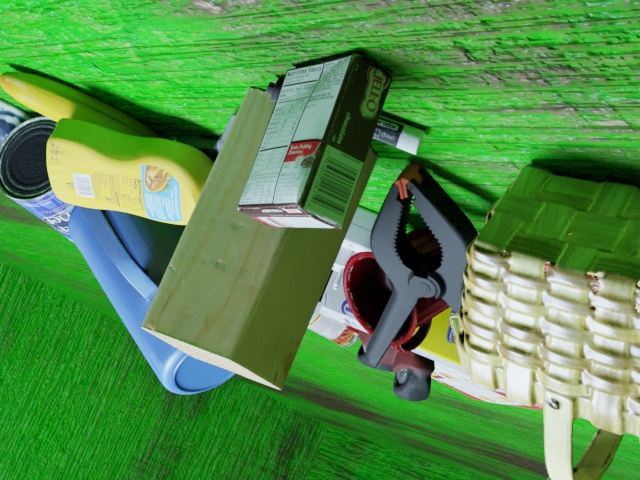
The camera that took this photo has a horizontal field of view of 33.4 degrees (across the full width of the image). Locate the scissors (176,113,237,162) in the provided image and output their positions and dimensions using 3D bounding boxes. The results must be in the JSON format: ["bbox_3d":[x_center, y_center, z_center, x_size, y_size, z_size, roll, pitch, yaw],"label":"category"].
[{"bbox_3d":[-0.102,-0.093,0.989,0.096,0.016,0.202,21,167,10],"label":"scissors"}]

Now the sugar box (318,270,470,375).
[{"bbox_3d":[0.095,0.064,1.113,0.176,0.093,0.048,22,166,3],"label":"sugar box"}]

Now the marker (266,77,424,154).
[{"bbox_3d":[0.017,-0.092,0.784,0.121,0.020,0.020,21,167,8],"label":"marker"}]

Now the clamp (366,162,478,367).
[{"bbox_3d":[0.103,0.034,0.885,0.165,0.036,0.210,8,126,25],"label":"clamp"}]

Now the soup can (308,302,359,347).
[{"bbox_3d":[0.005,0.092,1.431,0.102,0.068,0.069,30,165,-27],"label":"soup can"}]

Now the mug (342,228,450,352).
[{"bbox_3d":[0.083,0.050,1.002,0.093,0.081,0.117,16,123,45],"label":"mug"}]

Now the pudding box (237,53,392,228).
[{"bbox_3d":[-0.005,-0.065,0.723,0.039,0.113,0.090,27,167,-28],"label":"pudding box"}]

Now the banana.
[{"bbox_3d":[-0.223,-0.116,1.056,0.197,0.037,0.070,28,164,-20],"label":"banana"}]

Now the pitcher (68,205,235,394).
[{"bbox_3d":[-0.175,0.041,1.152,0.149,0.145,0.243,-11,-130,-33],"label":"pitcher"}]

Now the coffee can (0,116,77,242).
[{"bbox_3d":[-0.291,-0.066,1.226,0.103,0.103,0.140,17,166,24],"label":"coffee can"}]

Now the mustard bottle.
[{"bbox_3d":[-0.159,-0.058,1.014,0.191,0.058,0.096,12,141,6],"label":"mustard bottle"}]

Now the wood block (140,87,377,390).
[{"bbox_3d":[-0.044,-0.002,0.833,0.090,0.206,0.090,16,166,28],"label":"wood block"}]
